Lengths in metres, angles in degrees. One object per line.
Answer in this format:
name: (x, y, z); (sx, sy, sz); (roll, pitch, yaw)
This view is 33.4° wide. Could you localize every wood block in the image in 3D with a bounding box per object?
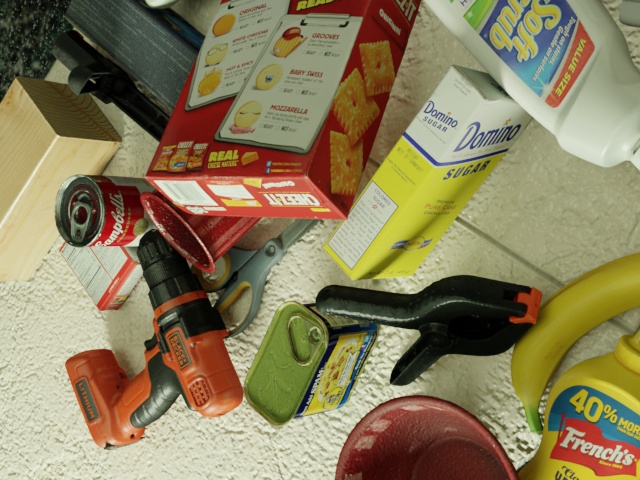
wood block: (-0.309, -0.059, 1.111); (0.206, 0.090, 0.091); (-51, 63, 25)

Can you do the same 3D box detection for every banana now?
banana: (0.201, 0.057, 0.773); (0.069, 0.037, 0.198); (42, 119, 0)

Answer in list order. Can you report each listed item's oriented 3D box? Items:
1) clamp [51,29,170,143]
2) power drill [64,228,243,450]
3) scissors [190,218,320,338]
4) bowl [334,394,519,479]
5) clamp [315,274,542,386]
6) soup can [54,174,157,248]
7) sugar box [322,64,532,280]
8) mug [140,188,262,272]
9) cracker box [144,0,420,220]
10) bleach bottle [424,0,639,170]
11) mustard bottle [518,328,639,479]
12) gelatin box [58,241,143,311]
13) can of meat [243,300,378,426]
clamp: (-0.208, -0.154, 1.011); (0.036, 0.164, 0.210); (-50, 52, 5)
power drill: (-0.167, 0.104, 1.015); (0.188, 0.057, 0.184); (-36, 71, 38)
scissors: (-0.056, 0.001, 0.971); (0.096, 0.016, 0.202); (45, 115, 27)
bowl: (0.089, 0.191, 0.775); (0.162, 0.055, 0.162); (-1, 88, 39)
clamp: (0.081, 0.057, 0.807); (0.172, 0.120, 0.039); (-26, 40, 41)
soup can: (-0.192, -0.027, 1.017); (0.069, 0.102, 0.068); (0, 90, 36)
sugar box: (0.085, -0.048, 0.818); (0.048, 0.093, 0.176); (49, 117, 24)
mug: (-0.100, -0.029, 0.954); (0.093, 0.081, 0.117); (44, 161, 7)
cracker box: (-0.027, -0.122, 0.861); (0.164, 0.072, 0.213); (2, 61, 36)
bleach bottle: (0.167, -0.145, 0.756); (0.103, 0.068, 0.251); (-46, 60, 16)
mustard bottle: (0.200, 0.140, 0.746); (0.096, 0.058, 0.192); (31, 114, 31)
gelatin box: (-0.218, 0.015, 1.082); (0.089, 0.030, 0.073); (51, 119, 25)
can of meat: (-0.005, 0.099, 0.891); (0.057, 0.083, 0.102); (35, 111, 31)
